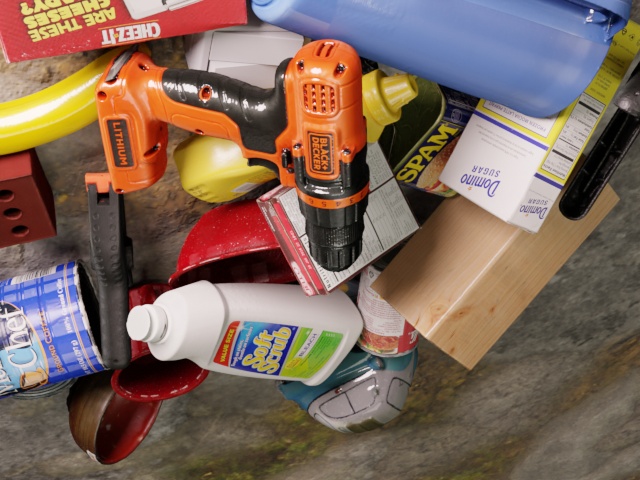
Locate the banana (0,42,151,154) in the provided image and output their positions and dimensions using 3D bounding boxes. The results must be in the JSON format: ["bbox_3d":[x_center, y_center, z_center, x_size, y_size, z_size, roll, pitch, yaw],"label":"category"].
[{"bbox_3d":[-0.218,-0.098,0.787,0.197,0.037,0.069,-13,144,-7],"label":"banana"}]

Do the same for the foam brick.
[{"bbox_3d":[-0.243,-0.039,0.838,0.053,0.051,0.078,-13,143,-5],"label":"foam brick"}]

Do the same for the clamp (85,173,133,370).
[{"bbox_3d":[-0.177,0.010,0.909,0.039,0.120,0.171,-4,120,-13],"label":"clamp"}]

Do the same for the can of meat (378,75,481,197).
[{"bbox_3d":[0.098,-0.088,0.913,0.083,0.057,0.102,12,133,-36],"label":"can of meat"}]

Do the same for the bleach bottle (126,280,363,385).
[{"bbox_3d":[-0.073,0.084,0.968,0.250,0.068,0.103,7,128,-49],"label":"bleach bottle"}]

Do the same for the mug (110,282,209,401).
[{"bbox_3d":[-0.158,0.087,1.004,0.093,0.081,0.117,-12,144,-9],"label":"mug"}]

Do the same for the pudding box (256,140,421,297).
[{"bbox_3d":[0.016,-0.020,0.858,0.113,0.090,0.039,-33,-167,-27],"label":"pudding box"}]

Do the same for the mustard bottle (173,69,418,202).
[{"bbox_3d":[-0.013,-0.085,0.822,0.192,0.058,0.096,-19,174,26],"label":"mustard bottle"}]

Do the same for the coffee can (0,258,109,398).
[{"bbox_3d":[-0.266,0.083,0.940,0.140,0.103,0.103,-16,143,-4],"label":"coffee can"}]

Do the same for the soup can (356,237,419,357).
[{"bbox_3d":[0.069,0.054,1.048,0.068,0.068,0.102,-5,124,-16],"label":"soup can"}]

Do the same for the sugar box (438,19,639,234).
[{"bbox_3d":[0.172,-0.103,0.838,0.048,0.093,0.176,16,105,-38],"label":"sugar box"}]

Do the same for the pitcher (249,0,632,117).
[{"bbox_3d":[0.081,-0.175,0.732,0.242,0.145,0.149,10,135,-28],"label":"pitcher"}]

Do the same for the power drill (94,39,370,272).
[{"bbox_3d":[-0.057,-0.062,0.754,0.188,0.057,0.184,7,129,12],"label":"power drill"}]

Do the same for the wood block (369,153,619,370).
[{"bbox_3d":[0.157,0.002,0.961,0.206,0.091,0.090,-50,137,3],"label":"wood block"}]

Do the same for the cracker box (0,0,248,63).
[{"bbox_3d":[-0.135,-0.220,0.642,0.164,0.072,0.214,-11,143,-7],"label":"cracker box"}]

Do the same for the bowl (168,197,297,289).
[{"bbox_3d":[-0.056,0.001,0.934,0.162,0.055,0.162,-9,167,-2],"label":"bowl"}]
